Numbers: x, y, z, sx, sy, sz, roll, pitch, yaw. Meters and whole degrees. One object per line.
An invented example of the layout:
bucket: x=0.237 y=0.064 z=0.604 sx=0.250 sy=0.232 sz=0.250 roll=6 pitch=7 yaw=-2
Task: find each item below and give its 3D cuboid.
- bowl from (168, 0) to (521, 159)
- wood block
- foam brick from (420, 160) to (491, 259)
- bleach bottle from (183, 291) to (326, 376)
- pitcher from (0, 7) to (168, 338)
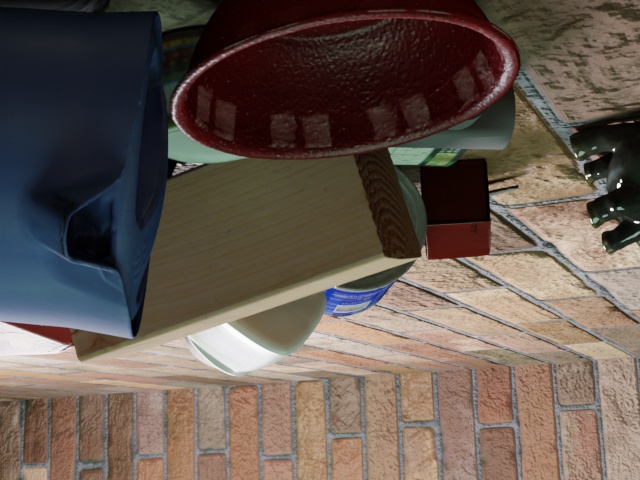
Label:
bowl: x=0.008 y=-0.090 z=0.496 sx=0.162 sy=0.055 sz=0.162 roll=-8 pitch=165 yaw=-2
wood block: x=-0.054 y=0.001 z=0.666 sx=0.206 sy=0.091 sz=0.090 roll=-20 pitch=173 yaw=18
foam brick: x=0.106 y=-0.023 z=0.837 sx=0.053 sy=0.051 sz=0.078 roll=-3 pitch=158 yaw=6
bleach bottle: x=-0.074 y=0.061 z=0.856 sx=0.102 sy=0.068 sz=0.251 roll=39 pitch=160 yaw=-4
pitcher: x=-0.184 y=-0.038 z=0.437 sx=0.242 sy=0.145 sz=0.149 roll=5 pitch=155 yaw=-5
